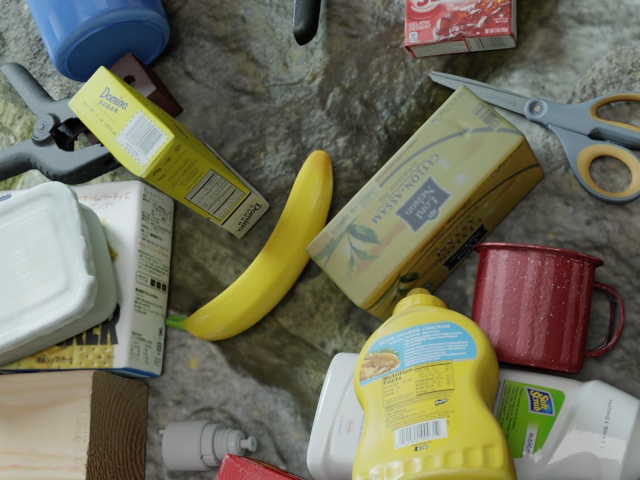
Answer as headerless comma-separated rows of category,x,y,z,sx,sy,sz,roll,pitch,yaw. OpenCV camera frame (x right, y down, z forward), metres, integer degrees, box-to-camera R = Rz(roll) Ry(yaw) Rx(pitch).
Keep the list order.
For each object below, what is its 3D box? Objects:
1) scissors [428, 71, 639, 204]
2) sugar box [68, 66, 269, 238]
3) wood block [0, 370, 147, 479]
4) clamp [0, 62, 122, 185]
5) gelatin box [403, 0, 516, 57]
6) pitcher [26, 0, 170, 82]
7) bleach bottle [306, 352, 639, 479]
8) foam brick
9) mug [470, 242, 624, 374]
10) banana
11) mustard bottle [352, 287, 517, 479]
scissors,0.172,-0.081,0.822,0.202,0.016,0.096,7,79,23
sugar box,-0.113,-0.065,0.839,0.048,0.176,0.093,-48,66,5
wood block,-0.256,0.161,0.883,0.206,0.090,0.090,-5,74,20
clamp,-0.230,-0.099,0.914,0.172,0.039,0.120,3,78,22
gelatin box,0.113,-0.191,0.866,0.089,0.030,0.073,-2,75,20
pitcher,-0.213,-0.273,0.964,0.149,0.144,0.243,-41,65,45
bleach bottle,0.121,0.139,0.743,0.251,0.068,0.102,4,66,26
foam brick,-0.173,-0.117,0.945,0.078,0.051,0.053,-41,66,7
mug,0.161,0.051,0.761,0.117,0.093,0.081,10,83,-13
banana,-0.046,0.016,0.869,0.198,0.037,0.070,-47,67,4
mustard bottle,0.069,0.098,0.698,0.096,0.058,0.191,-17,35,14
